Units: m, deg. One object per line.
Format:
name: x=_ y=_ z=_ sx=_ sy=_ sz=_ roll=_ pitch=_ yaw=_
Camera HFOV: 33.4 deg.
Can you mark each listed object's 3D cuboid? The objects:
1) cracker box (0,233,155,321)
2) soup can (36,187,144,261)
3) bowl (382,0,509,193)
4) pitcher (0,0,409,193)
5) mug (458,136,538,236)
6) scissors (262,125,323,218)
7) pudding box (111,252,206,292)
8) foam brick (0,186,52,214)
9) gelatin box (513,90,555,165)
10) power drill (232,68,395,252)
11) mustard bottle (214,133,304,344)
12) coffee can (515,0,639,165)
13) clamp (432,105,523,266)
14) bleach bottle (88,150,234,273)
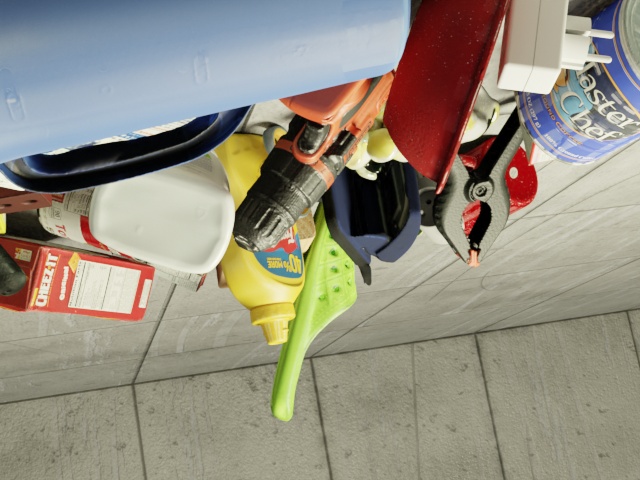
cracker box: x=-0.300 y=0.036 z=1.116 sx=0.164 sy=0.072 sz=0.213 roll=10 pitch=178 yaw=22
soup can: x=-0.194 y=-0.027 z=0.958 sx=0.102 sy=0.068 sz=0.068 roll=16 pitch=178 yaw=23
bowl: x=0.083 y=-0.116 z=0.732 sx=0.055 sy=0.162 sz=0.162 roll=19 pitch=169 yaw=4
pitcher: x=-0.081 y=-0.115 z=0.572 sx=0.242 sy=0.145 sz=0.149 roll=-11 pitch=179 yaw=-9
mug: x=0.169 y=-0.064 z=1.142 sx=0.117 sy=0.093 sz=0.082 roll=23 pitch=147 yaw=-28
scissors: x=-0.012 y=-0.065 z=1.026 sx=0.016 sy=0.096 sz=0.201 roll=-16 pitch=-178 yaw=19
pudding box: x=-0.177 y=0.013 z=1.196 sx=0.113 sy=0.039 sz=0.090 roll=23 pitch=162 yaw=-5
foam brick: x=-0.271 y=-0.052 z=0.902 sx=0.078 sy=0.051 sz=0.053 roll=-9 pitch=168 yaw=-5
gelatin box: x=0.193 y=-0.113 z=0.943 sx=0.030 sy=0.073 sz=0.089 roll=-11 pitch=168 yaw=7
power drill: x=-0.003 y=-0.087 z=0.744 sx=0.057 sy=0.184 sz=0.188 roll=33 pitch=165 yaw=5
mustard bottle: x=-0.056 y=0.001 z=0.987 sx=0.058 sy=0.191 sz=0.096 roll=-17 pitch=166 yaw=30
coffee can: x=0.234 y=-0.129 z=0.835 sx=0.102 sy=0.103 sz=0.140 roll=-4 pitch=167 yaw=-25
clamp: x=0.137 y=-0.058 z=1.018 sx=0.120 sy=0.171 sz=0.039 roll=4 pitch=-161 yaw=-13
bleach bottle: x=-0.113 y=-0.045 z=0.849 sx=0.102 sy=0.068 sz=0.251 roll=17 pitch=-167 yaw=-5
